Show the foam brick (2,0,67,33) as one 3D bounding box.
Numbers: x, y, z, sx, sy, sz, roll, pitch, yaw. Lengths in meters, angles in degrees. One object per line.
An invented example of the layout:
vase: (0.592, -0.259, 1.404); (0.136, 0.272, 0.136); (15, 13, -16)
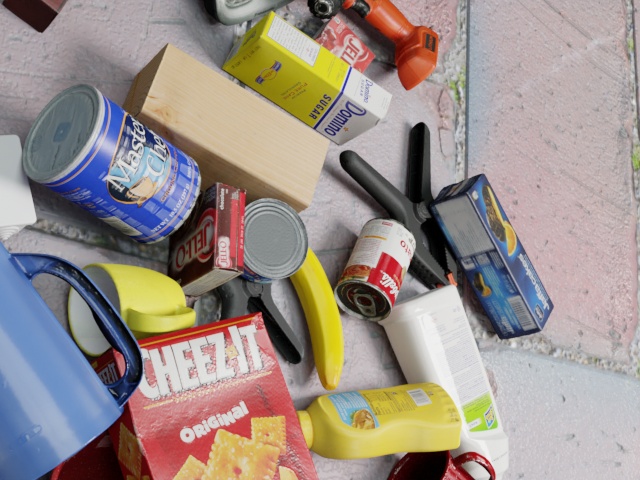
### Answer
foam brick: (-0.281, -0.264, 1.097); (0.051, 0.053, 0.078); (36, 57, -19)

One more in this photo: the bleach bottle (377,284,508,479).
bleach bottle: (0.153, 0.183, 1.233); (0.102, 0.068, 0.251); (-18, 87, -36)

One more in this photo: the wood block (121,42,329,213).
wood block: (-0.105, -0.107, 1.139); (0.205, 0.090, 0.090); (29, 61, -22)

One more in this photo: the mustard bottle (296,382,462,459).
mustard bottle: (0.046, 0.194, 1.133); (0.191, 0.096, 0.058); (-3, 113, -17)

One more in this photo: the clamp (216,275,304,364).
clamp: (-0.085, 0.059, 1.125); (0.120, 0.039, 0.171); (-8, 75, -53)

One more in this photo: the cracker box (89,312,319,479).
cracker box: (-0.099, 0.187, 0.978); (0.163, 0.072, 0.214); (-11, 76, -37)

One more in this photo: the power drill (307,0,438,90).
power drill: (0.062, -0.270, 1.291); (0.187, 0.057, 0.184); (42, 32, -20)

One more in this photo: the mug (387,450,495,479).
mug: (0.139, 0.273, 1.166); (0.081, 0.117, 0.093); (44, 18, -20)

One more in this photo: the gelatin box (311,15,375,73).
gelatin box: (0.017, -0.220, 1.294); (0.073, 0.030, 0.089); (45, 56, -14)

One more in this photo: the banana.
banana: (-0.013, 0.066, 1.172); (0.069, 0.037, 0.198); (-22, 87, -46)

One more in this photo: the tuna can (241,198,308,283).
tuna can: (-0.057, 0.001, 1.116); (0.086, 0.034, 0.086); (8, 73, -28)

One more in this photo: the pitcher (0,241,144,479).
pitcher: (-0.269, 0.075, 0.872); (0.243, 0.145, 0.149); (59, 34, -5)

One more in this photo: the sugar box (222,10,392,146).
sugar box: (-0.014, -0.181, 1.221); (0.176, 0.094, 0.048); (33, 60, -20)

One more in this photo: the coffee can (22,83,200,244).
coffee can: (-0.199, -0.071, 1.030); (0.140, 0.103, 0.103); (36, 56, -44)

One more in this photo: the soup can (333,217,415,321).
soup can: (0.063, 0.032, 1.212); (0.068, 0.069, 0.102); (39, 50, -17)

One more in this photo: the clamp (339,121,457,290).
clamp: (0.105, -0.035, 1.284); (0.164, 0.036, 0.210); (-15, 86, -44)

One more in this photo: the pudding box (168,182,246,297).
pudding box: (-0.116, 0.002, 1.081); (0.039, 0.114, 0.090); (12, 68, -27)
